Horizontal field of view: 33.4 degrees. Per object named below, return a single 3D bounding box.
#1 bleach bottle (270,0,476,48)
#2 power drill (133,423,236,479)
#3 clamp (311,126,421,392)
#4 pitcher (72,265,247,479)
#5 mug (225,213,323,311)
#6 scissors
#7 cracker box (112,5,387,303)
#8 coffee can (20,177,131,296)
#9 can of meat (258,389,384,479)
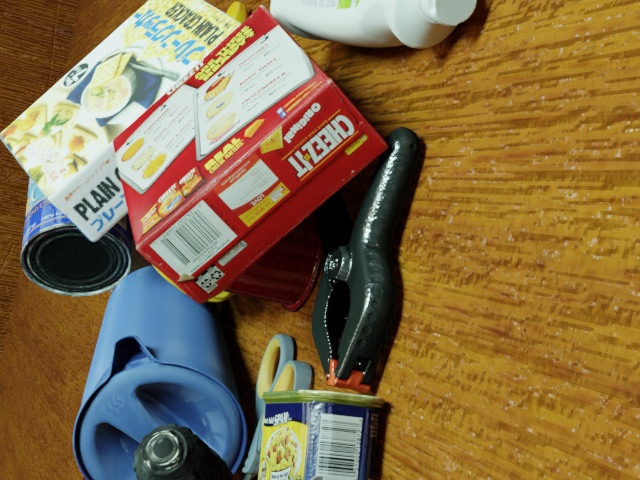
[{"bbox_3d":[0.038,-0.175,0.748,0.251,0.068,0.103,45,120,63],"label":"bleach bottle"},{"bbox_3d":[-0.045,0.206,0.600,0.184,0.057,0.188,75,170,-59],"label":"power drill"},{"bbox_3d":[0.019,0.016,0.717,0.120,0.039,0.171,157,127,-65],"label":"clamp"},{"bbox_3d":[-0.135,0.122,0.927,0.149,0.145,0.243,-62,16,15],"label":"pitcher"},{"bbox_3d":[-0.056,0.001,0.856,0.117,0.081,0.093,-145,69,-67],"label":"mug"},{"bbox_3d":[-0.052,0.156,0.852,0.096,0.016,0.202,-100,30,-48],"label":"scissors"},{"bbox_3d":[-0.060,-0.069,0.763,0.164,0.072,0.214,-41,27,5],"label":"cracker box"},{"bbox_3d":[-0.234,-0.031,1.040,0.140,0.102,0.103,-98,29,-41],"label":"coffee can"},{"bbox_3d":[-0.003,0.140,0.681,0.102,0.057,0.084,158,120,-66],"label":"can of meat"}]
